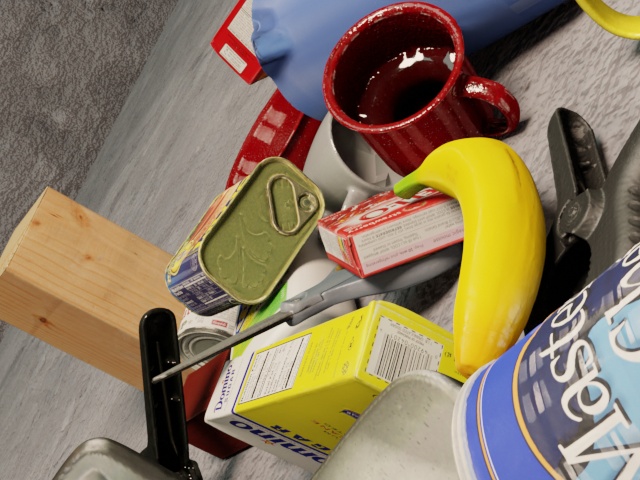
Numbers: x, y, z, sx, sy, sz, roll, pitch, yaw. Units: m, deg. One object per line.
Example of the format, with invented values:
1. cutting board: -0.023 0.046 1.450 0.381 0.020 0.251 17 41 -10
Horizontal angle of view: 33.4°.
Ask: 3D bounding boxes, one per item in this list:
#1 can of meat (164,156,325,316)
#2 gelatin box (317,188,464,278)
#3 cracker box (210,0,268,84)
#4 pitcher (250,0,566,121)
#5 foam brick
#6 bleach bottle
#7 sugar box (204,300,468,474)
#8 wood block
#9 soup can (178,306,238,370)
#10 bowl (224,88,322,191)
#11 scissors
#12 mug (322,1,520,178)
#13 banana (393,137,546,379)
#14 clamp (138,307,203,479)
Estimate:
1. can of meat: -0.055 0.001 0.733 0.102 0.057 0.084 -56 15 -26
2. gelatin box: 0.050 -0.011 0.634 0.089 0.030 0.073 -21 13 -10
3. cracker box: -0.004 -0.274 1.105 0.214 0.072 0.164 -49 -6 33
4. pitcher: 0.077 -0.180 0.741 0.243 0.144 0.149 -18 47 51
5. foam brick: -0.069 0.121 0.787 0.078 0.051 0.053 -36 30 52
6. bleach bottle: -0.025 0.043 0.777 0.103 0.068 0.251 -53 17 14
7. sugar box: 0.017 0.084 0.546 0.177 0.093 0.048 -33 33 57
8. wood block: -0.175 0.055 0.926 0.091 0.206 0.090 -38 28 48
9. soup can: -0.075 0.054 0.883 0.069 0.068 0.102 -41 26 45
10. bowl: -0.026 -0.088 0.994 0.162 0.055 0.162 -51 20 26
11. scissors: 0.005 0.035 0.613 0.096 0.016 0.201 -8 16 47
12. mug: 0.070 -0.088 0.668 0.117 0.081 0.093 9 71 33
13. banana: 0.077 -0.007 0.513 0.070 0.037 0.198 -57 16 20
14. clamp: -0.102 0.157 0.731 0.165 0.036 0.210 65 149 29
